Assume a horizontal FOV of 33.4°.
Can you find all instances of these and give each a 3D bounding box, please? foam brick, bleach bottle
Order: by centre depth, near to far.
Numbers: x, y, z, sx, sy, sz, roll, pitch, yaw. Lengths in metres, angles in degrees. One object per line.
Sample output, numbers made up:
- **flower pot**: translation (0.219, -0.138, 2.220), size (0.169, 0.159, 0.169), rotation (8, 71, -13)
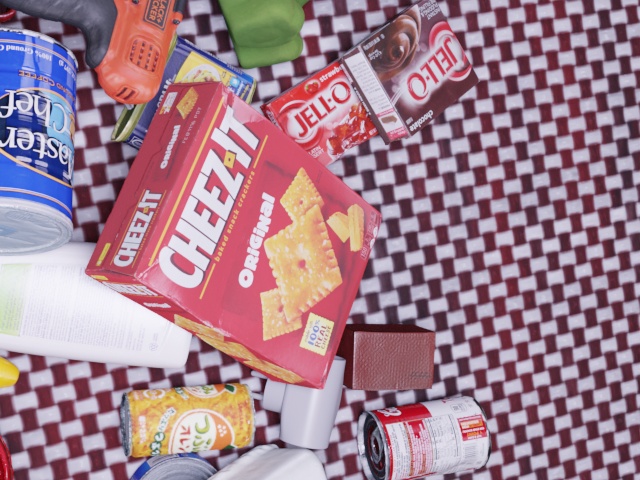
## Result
- **bleach bottle**: translation (-0.226, 0.038, 0.843), size (0.250, 0.068, 0.102), rotation (10, 86, -16)
- **foam brick**: translation (0.056, 0.102, 0.942), size (0.078, 0.051, 0.053), rotation (3, 93, -18)

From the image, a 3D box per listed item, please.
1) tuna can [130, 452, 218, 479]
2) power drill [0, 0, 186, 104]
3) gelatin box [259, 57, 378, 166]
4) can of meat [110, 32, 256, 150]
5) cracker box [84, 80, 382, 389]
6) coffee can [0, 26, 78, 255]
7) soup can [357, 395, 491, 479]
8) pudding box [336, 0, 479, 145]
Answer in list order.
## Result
- **tuna can**: translation (-0.121, 0.221, 0.899), size (0.086, 0.034, 0.086), rotation (-1, 93, -18)
- **power drill**: translation (-0.182, -0.210, 0.776), size (0.187, 0.057, 0.184), rotation (22, 60, -27)
- **gelatin box**: translation (0.004, -0.107, 0.925), size (0.089, 0.030, 0.073), rotation (-33, 101, -14)
- **can of meat**: translation (-0.110, -0.109, 0.875), size (0.083, 0.057, 0.102), rotation (27, 85, -20)
- **cracker box**: translation (-0.055, 0.001, 0.834), size (0.213, 0.072, 0.164), rotation (37, 66, -41)
- **coffee can**: translation (-0.233, -0.071, 0.788), size (0.102, 0.103, 0.140), rotation (4, 69, -18)
- **soup can**: translation (0.092, 0.178, 0.949), size (0.102, 0.069, 0.068), rotation (-6, 95, -18)
- **pudding box**: translation (0.078, -0.148, 0.926), size (0.113, 0.039, 0.090), rotation (-40, 104, -33)
